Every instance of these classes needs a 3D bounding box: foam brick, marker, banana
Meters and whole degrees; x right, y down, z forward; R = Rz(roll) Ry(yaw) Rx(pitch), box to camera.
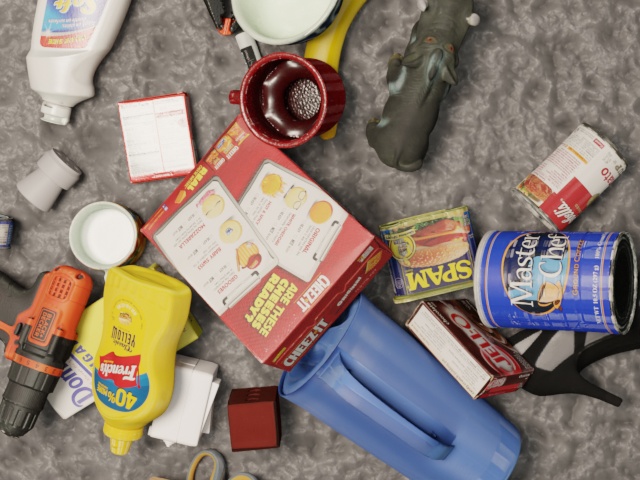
[{"bbox_3d":[-0.069,0.189,1.141,0.053,0.078,0.051,-5,95,-1],"label":"foam brick"},{"bbox_3d":[-0.061,-0.163,1.136,0.020,0.020,0.121,-19,95,2],"label":"marker"},{"bbox_3d":[0.020,-0.207,1.122,0.069,0.037,0.198,24,95,1],"label":"banana"}]

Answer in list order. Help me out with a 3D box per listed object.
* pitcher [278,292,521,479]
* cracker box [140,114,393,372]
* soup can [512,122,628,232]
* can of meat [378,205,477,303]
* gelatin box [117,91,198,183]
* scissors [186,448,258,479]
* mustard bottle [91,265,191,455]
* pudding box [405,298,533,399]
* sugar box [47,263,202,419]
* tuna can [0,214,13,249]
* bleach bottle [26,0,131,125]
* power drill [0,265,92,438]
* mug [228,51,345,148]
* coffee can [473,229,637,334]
[{"bbox_3d":[0.087,0.174,1.095,0.242,0.149,0.145,38,140,-11],"label":"pitcher"},{"bbox_3d":[-0.057,0.001,1.081,0.164,0.072,0.214,-49,62,5],"label":"cracker box"},{"bbox_3d":[0.261,-0.065,1.116,0.102,0.068,0.068,-45,93,4],"label":"soup can"},{"bbox_3d":[0.118,0.014,1.132,0.102,0.057,0.084,-13,92,2],"label":"can of meat"},{"bbox_3d":[-0.172,-0.110,1.138,0.073,0.030,0.089,-8,95,3],"label":"gelatin box"},{"bbox_3d":[-0.113,0.330,1.175,0.096,0.016,0.202,4,96,19],"label":"scissors"},{"bbox_3d":[-0.190,0.128,1.091,0.096,0.058,0.192,18,103,31],"label":"mustard bottle"},{"bbox_3d":[0.154,0.110,1.102,0.114,0.089,0.039,46,114,29],"label":"pudding box"},{"bbox_3d":[-0.226,0.109,1.151,0.176,0.048,0.093,-32,94,2],"label":"sugar box"},{"bbox_3d":[-0.368,-0.013,1.122,0.086,0.086,0.034,9,93,0],"label":"tuna can"},{"bbox_3d":[-0.242,-0.243,1.112,0.102,0.068,0.251,15,98,0],"label":"bleach bottle"},{"bbox_3d":[-0.348,0.093,1.117,0.188,0.057,0.184,20,81,11],"label":"power drill"},{"bbox_3d":[-0.035,-0.143,1.080,0.117,0.081,0.093,2,100,20],"label":"mug"},{"bbox_3d":[0.239,0.041,1.082,0.141,0.102,0.103,1,96,29],"label":"coffee can"}]
